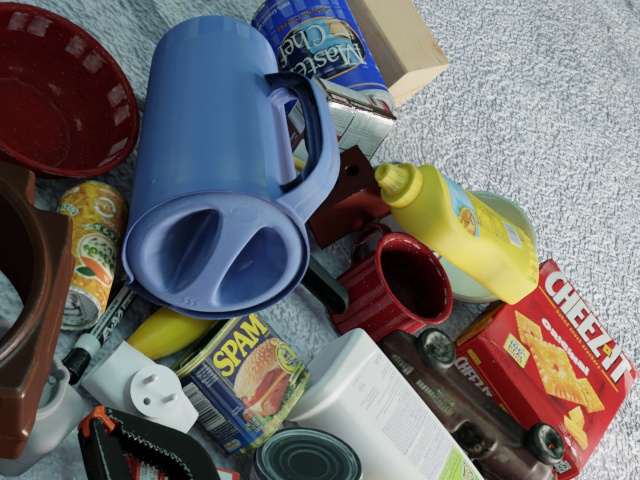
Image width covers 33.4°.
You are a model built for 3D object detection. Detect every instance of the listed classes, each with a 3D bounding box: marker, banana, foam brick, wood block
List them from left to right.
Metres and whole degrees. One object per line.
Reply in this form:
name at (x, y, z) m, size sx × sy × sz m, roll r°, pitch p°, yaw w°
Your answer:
marker at (-0.163, 0.064, 0.795) m, size 0.020 × 0.020 × 0.121 m, roll 42°, pitch 39°, yaw -12°
banana at (-0.095, 0.026, 0.860) m, size 0.069 × 0.037 × 0.197 m, roll 10°, pitch 49°, yaw 8°
foam brick at (0.017, -0.040, 0.990) m, size 0.053 × 0.078 × 0.051 m, roll 59°, pitch -1°, yaw 37°
wood block at (0.039, -0.251, 1.185) m, size 0.090 × 0.090 × 0.206 m, roll -20°, pitch 76°, yaw -50°

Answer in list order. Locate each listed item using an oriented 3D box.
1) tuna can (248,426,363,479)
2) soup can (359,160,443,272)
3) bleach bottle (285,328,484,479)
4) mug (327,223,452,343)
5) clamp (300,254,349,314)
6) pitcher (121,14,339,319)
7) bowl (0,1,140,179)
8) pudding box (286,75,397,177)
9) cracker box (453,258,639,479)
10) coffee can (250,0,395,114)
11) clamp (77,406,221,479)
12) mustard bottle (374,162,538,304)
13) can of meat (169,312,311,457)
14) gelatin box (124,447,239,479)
tuna can at (-0.011, 0.180, 0.809) m, size 0.086 × 0.034 × 0.086 m, roll 9°, pitch 27°, yaw -5°
soup can at (0.072, -0.018, 1.053) m, size 0.068 × 0.069 × 0.102 m, roll -5°, pitch 65°, yaw -47°
bleach bottle at (0.080, 0.197, 0.900) m, size 0.251 × 0.068 × 0.102 m, roll 49°, pitch 41°, yaw -7°
mug at (0.056, 0.041, 0.980) m, size 0.093 × 0.082 × 0.117 m, roll 6°, pitch 57°, yaw -42°
clamp at (-0.056, 0.001, 0.935) m, size 0.120 × 0.039 × 0.171 m, roll -10°, pitch 61°, yaw -44°
pitcher at (-0.074, -0.072, 0.833) m, size 0.149 × 0.145 × 0.243 m, roll 3°, pitch 45°, yaw -9°
bowl at (-0.225, -0.106, 0.836) m, size 0.161 × 0.055 × 0.162 m, roll 26°, pitch 45°, yaw -29°
pudding box at (0.005, -0.090, 1.006) m, size 0.089 × 0.114 × 0.039 m, roll 13°, pitch 35°, yaw -39°
cracker box at (0.227, 0.131, 1.088) m, size 0.164 × 0.072 × 0.213 m, roll 54°, pitch 38°, yaw 1°
coffee can at (0.002, -0.176, 1.077) m, size 0.102 × 0.103 × 0.140 m, roll -3°, pitch 63°, yaw -46°
clamp at (-0.078, 0.190, 0.716) m, size 0.210 × 0.036 × 0.164 m, roll 52°, pitch 41°, yaw 3°
mustard bottle at (0.120, -0.018, 0.983) m, size 0.191 × 0.058 × 0.096 m, roll 33°, pitch 30°, yaw -34°
can of meat at (-0.063, 0.107, 0.832) m, size 0.084 × 0.058 × 0.102 m, roll 49°, pitch 38°, yaw -7°
gelatin box at (-0.100, 0.192, 0.749) m, size 0.089 × 0.030 × 0.073 m, roll 22°, pitch 48°, yaw -31°
